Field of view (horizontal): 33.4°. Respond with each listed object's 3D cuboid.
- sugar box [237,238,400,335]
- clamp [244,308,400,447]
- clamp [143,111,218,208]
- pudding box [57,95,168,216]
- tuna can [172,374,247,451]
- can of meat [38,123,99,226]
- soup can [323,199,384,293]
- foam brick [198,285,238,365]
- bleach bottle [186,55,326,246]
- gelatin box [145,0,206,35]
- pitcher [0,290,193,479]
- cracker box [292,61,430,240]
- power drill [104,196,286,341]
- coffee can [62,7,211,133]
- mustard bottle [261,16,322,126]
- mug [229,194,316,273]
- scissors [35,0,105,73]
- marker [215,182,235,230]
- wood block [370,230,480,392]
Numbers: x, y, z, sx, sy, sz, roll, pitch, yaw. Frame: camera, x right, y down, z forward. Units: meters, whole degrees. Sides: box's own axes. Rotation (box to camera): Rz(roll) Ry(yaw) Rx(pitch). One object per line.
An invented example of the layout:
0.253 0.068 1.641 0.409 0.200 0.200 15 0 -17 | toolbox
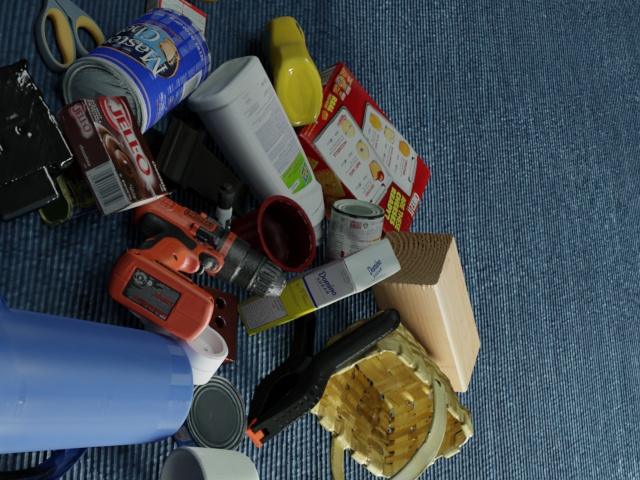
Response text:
-0.003 0.055 1.219 0.093 0.177 0.048 -25 92 -50 | sugar box
-0.021 0.146 1.223 0.209 0.165 0.036 -46 116 -23 | clamp
-0.171 -0.099 1.209 0.171 0.039 0.120 6 63 -54 | clamp
-0.203 -0.085 1.053 0.113 0.039 0.090 68 20 -3 | pudding box
-0.121 0.189 1.140 0.086 0.034 0.086 22 58 -41 | tuna can
-0.253 -0.072 1.091 0.083 0.058 0.102 -24 92 -48 | can of meat
0.040 0.006 1.340 0.068 0.069 0.102 -16 121 -50 | soup can
-0.126 0.095 1.162 0.052 0.051 0.078 22 58 -41 | foam brick
-0.061 -0.091 1.288 0.102 0.068 0.250 -53 127 -38 | bleach bottle
-0.175 -0.248 1.275 0.073 0.030 0.089 27 55 -40 | gelatin box
-0.239 0.140 0.970 0.242 0.149 0.145 13 49 -48 | pitcher
0.043 -0.104 1.425 0.213 0.072 0.164 48 44 -24 | cracker box
-0.129 0.032 1.099 0.184 0.057 0.187 29 20 -3 | power drill
-0.198 -0.179 1.162 0.103 0.103 0.140 55 41 -15 | coffee can
-0.041 -0.230 1.359 0.191 0.058 0.096 -107 -176 -53 | mustard bottle
-0.058 0.002 1.255 0.117 0.082 0.093 -13 83 -50 | mug
-0.283 -0.276 1.178 0.096 0.016 0.202 9 67 -48 | scissors
-0.110 -0.013 1.190 0.020 0.121 0.020 7 38 -6 | marker
0.136 0.093 1.365 0.206 0.091 0.090 70 32 -41 | wood block
